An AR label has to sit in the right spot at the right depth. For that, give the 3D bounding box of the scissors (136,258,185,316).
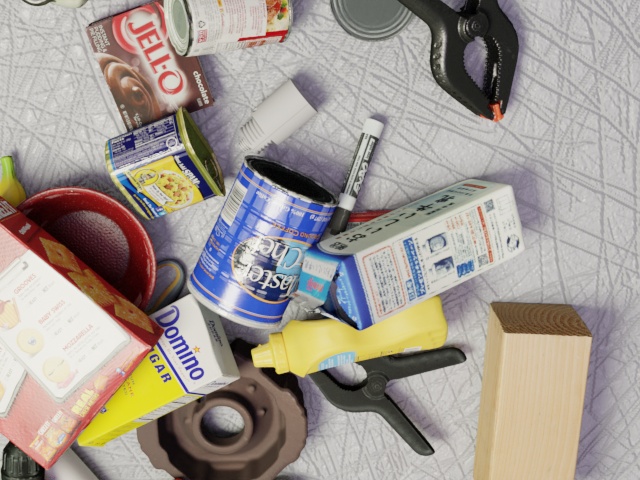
[{"bbox_3d":[-0.181,0.114,1.123,0.096,0.016,0.202,26,104,-6],"label":"scissors"}]

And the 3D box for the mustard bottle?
[{"bbox_3d":[0.026,0.097,1.063,0.191,0.096,0.058,-12,80,-4],"label":"mustard bottle"}]

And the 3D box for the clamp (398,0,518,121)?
[{"bbox_3d":[0.128,-0.205,1.005,0.164,0.036,0.210,-22,116,-18],"label":"clamp"}]

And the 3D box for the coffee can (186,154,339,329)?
[{"bbox_3d":[-0.057,0.001,1.048,0.102,0.103,0.140,24,105,-9],"label":"coffee can"}]

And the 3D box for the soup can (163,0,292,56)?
[{"bbox_3d":[-0.085,-0.209,0.983,0.102,0.069,0.068,-13,109,-23],"label":"soup can"}]

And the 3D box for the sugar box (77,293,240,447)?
[{"bbox_3d":[-0.175,0.131,1.071,0.176,0.048,0.093,-29,70,18],"label":"sugar box"}]

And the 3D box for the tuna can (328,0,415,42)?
[{"bbox_3d":[0.050,-0.233,1.015,0.086,0.034,0.086,0,107,-1],"label":"tuna can"}]

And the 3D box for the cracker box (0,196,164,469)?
[{"bbox_3d":[-0.284,0.085,1.017,0.213,0.072,0.164,40,101,-3],"label":"cracker box"}]

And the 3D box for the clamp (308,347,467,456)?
[{"bbox_3d":[0.062,0.161,1.130,0.171,0.039,0.120,9,90,1],"label":"clamp"}]

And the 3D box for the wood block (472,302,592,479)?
[{"bbox_3d":[0.218,0.177,1.116,0.091,0.090,0.206,2,107,-2],"label":"wood block"}]

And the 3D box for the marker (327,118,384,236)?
[{"bbox_3d":[0.034,-0.061,1.057,0.020,0.020,0.121,20,88,-8],"label":"marker"}]

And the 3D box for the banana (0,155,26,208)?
[{"bbox_3d":[-0.365,-0.002,1.076,0.198,0.037,0.069,-36,87,8],"label":"banana"}]

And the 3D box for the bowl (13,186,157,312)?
[{"bbox_3d":[-0.240,0.019,1.071,0.162,0.055,0.162,0,105,1],"label":"bowl"}]

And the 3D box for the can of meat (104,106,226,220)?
[{"bbox_3d":[-0.150,-0.071,1.031,0.084,0.057,0.102,-21,144,7],"label":"can of meat"}]

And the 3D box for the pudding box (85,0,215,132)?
[{"bbox_3d":[-0.162,-0.169,1.026,0.090,0.039,0.113,-20,107,3],"label":"pudding box"}]
